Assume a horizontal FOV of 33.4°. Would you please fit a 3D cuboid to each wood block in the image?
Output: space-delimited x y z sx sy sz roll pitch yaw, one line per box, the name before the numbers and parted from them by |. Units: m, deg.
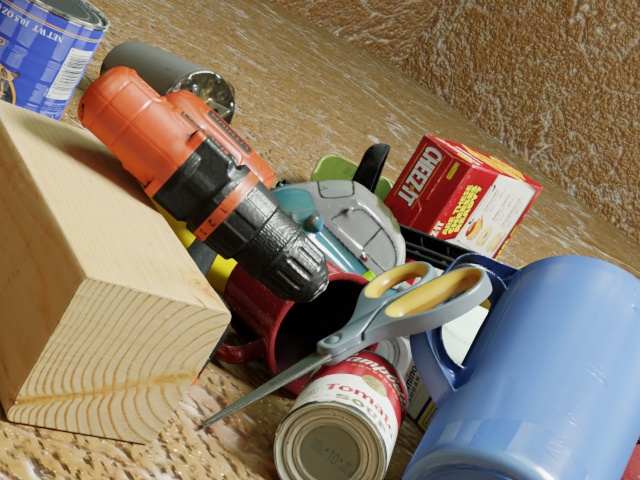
wood block | -0.146 0.011 0.608 0.090 0.090 0.206 20 19 -40

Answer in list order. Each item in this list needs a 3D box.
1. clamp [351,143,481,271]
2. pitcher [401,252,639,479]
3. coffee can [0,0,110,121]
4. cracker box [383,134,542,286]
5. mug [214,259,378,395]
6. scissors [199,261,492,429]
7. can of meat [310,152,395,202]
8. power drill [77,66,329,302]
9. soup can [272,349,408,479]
clamp | 0.047 -0.012 0.990 0.164 0.036 0.210 44 -28 -21
pitcher | 0.130 0.108 0.680 0.149 0.145 0.242 1 23 27
coffee can | -0.228 -0.118 0.760 0.102 0.140 0.103 30 15 -9
cracker box | 0.133 -0.016 1.126 0.072 0.164 0.213 38 15 27
mug | -0.026 0.053 0.742 0.117 0.093 0.082 -22 33 -24
scissors | 0.010 0.058 0.672 0.096 0.201 0.016 -135 -156 -69
can of meat | 0.040 -0.062 1.255 0.102 0.057 0.084 27 3 7
power drill | -0.069 -0.040 0.706 0.184 0.057 0.187 44 3 -7
soup can | 0.014 0.112 0.647 0.068 0.068 0.102 33 15 4
